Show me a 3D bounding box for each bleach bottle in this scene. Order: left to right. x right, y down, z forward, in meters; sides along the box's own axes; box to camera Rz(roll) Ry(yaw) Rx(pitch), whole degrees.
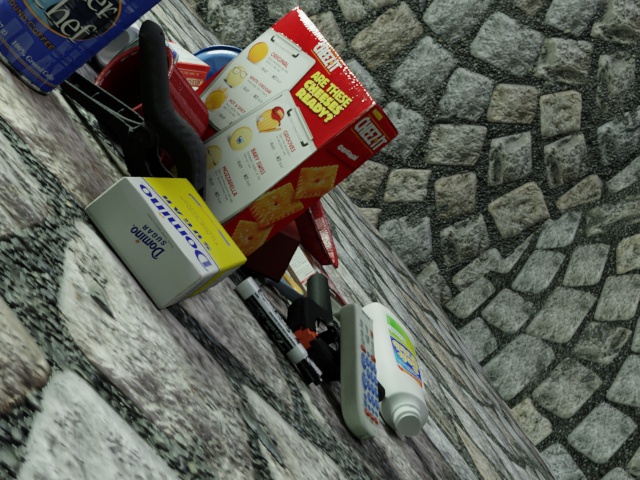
[{"bbox_3d":[0.092,0.170,1.317,0.102,0.068,0.251,50,9,-20],"label":"bleach bottle"}]

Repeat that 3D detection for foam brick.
[{"bbox_3d":[-0.057,0.001,1.114,0.051,0.053,0.078,24,14,-13],"label":"foam brick"}]

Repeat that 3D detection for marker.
[{"bbox_3d":[-0.037,0.087,1.011,0.121,0.020,0.020,52,6,3],"label":"marker"}]

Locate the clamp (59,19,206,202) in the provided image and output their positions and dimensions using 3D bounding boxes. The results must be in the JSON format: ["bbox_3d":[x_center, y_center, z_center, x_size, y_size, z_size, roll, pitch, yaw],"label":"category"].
[{"bbox_3d":[-0.144,-0.103,0.925,0.171,0.120,0.039,53,41,-8],"label":"clamp"}]

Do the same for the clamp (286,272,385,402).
[{"bbox_3d":[0.003,0.097,1.145,0.164,0.036,0.209,63,11,18],"label":"clamp"}]

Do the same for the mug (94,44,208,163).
[{"bbox_3d":[-0.161,-0.118,1.017,0.081,0.093,0.117,53,35,-46],"label":"mug"}]

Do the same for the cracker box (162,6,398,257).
[{"bbox_3d":[-0.054,-0.102,1.057,0.164,0.214,0.072,56,8,34],"label":"cracker box"}]

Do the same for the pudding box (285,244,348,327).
[{"bbox_3d":[-0.008,0.056,1.332,0.090,0.039,0.113,55,6,29],"label":"pudding box"}]

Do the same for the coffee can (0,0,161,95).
[{"bbox_3d":[-0.203,-0.202,0.869,0.103,0.140,0.103,51,6,-8],"label":"coffee can"}]

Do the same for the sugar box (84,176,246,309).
[{"bbox_3d":[-0.114,-0.003,0.832,0.093,0.048,0.176,52,5,1],"label":"sugar box"}]

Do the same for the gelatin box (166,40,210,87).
[{"bbox_3d":[-0.181,-0.206,1.228,0.073,0.030,0.089,1,27,-41],"label":"gelatin box"}]

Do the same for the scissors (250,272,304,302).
[{"bbox_3d":[-0.049,0.048,1.156,0.096,0.016,0.202,45,7,-16],"label":"scissors"}]

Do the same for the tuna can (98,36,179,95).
[{"bbox_3d":[-0.188,-0.175,1.095,0.033,0.086,0.086,47,8,-27],"label":"tuna can"}]

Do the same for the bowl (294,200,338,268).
[{"bbox_3d":[-0.028,-0.030,1.429,0.162,0.055,0.162,-20,90,-83],"label":"bowl"}]
